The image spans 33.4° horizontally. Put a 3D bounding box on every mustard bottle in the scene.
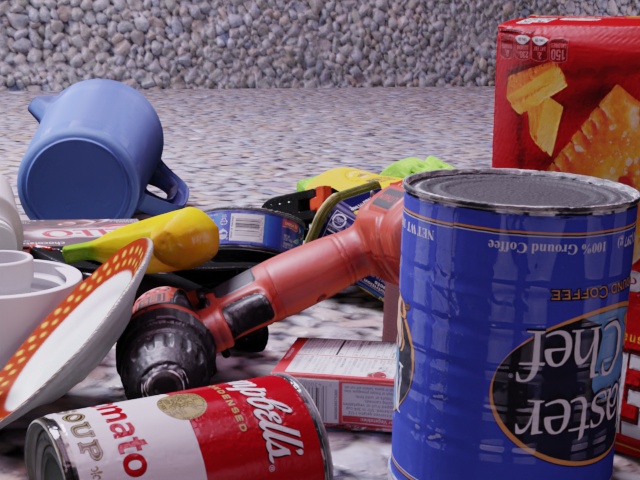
[{"bbox_3d":[0.084,-0.030,1.014,0.192,0.058,0.096,12,17,39],"label":"mustard bottle"}]

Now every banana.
[{"bbox_3d":[-0.099,0.004,0.655,0.069,0.037,0.198,-22,6,-28],"label":"banana"}]

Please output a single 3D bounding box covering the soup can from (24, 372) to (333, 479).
[{"bbox_3d":[-0.055,0.092,0.411,0.102,0.068,0.069,-6,15,-29],"label":"soup can"}]

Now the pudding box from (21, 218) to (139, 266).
[{"bbox_3d":[-0.188,0.009,0.841,0.113,0.039,0.090,-3,14,-21],"label":"pudding box"}]

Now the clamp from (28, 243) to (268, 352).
[{"bbox_3d":[-0.106,0.030,0.763,0.210,0.036,0.164,10,13,18],"label":"clamp"}]

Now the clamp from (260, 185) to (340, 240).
[{"bbox_3d":[-0.009,-0.017,0.912,0.120,0.039,0.172,-7,-3,-25],"label":"clamp"}]

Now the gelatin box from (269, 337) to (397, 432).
[{"bbox_3d":[0.022,0.077,0.578,0.089,0.030,0.073,3,11,10],"label":"gelatin box"}]

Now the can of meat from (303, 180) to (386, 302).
[{"bbox_3d":[0.049,0.003,0.807,0.084,0.057,0.101,31,24,20],"label":"can of meat"}]

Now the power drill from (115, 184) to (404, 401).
[{"bbox_3d":[-0.021,0.031,0.576,0.187,0.057,0.184,-22,10,-6],"label":"power drill"}]

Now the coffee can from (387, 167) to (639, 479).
[{"bbox_3d":[0.084,0.044,0.478,0.103,0.140,0.103,2,12,-1],"label":"coffee can"}]

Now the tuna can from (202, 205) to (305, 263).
[{"bbox_3d":[-0.055,0.001,0.833,0.086,0.034,0.086,4,-15,1],"label":"tuna can"}]

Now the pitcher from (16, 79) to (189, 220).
[{"bbox_3d":[-0.215,-0.073,1.049,0.149,0.145,0.243,-12,17,-3],"label":"pitcher"}]
